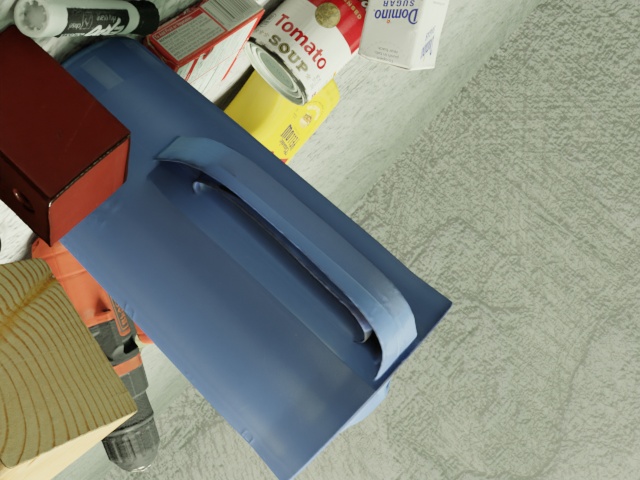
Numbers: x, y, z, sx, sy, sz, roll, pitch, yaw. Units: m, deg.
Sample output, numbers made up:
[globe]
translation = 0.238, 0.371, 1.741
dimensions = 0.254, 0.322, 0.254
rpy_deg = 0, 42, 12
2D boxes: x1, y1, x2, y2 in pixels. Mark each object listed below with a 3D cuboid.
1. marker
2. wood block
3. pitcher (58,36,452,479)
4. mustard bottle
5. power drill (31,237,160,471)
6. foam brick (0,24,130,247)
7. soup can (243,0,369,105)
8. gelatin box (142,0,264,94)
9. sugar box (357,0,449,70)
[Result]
[marker]
translation = -0.110, -0.110, 0.523
dimensions = 0.020, 0.020, 0.121
rpy_deg = -48, 175, 19
[wood block]
translation = -0.199, 0.106, 0.498
dimensions = 0.206, 0.090, 0.090
rpy_deg = -39, 169, 24
[pitcher]
translation = -0.054, 0.001, 0.575
dimensions = 0.149, 0.243, 0.144
rpy_deg = -49, 175, 23
[mustard bottle]
translation = -0.064, -0.071, 0.890
dimensions = 0.191, 0.058, 0.096
rpy_deg = -52, 159, -6
[power drill]
translation = -0.148, 0.066, 0.826
dimensions = 0.057, 0.184, 0.187
rpy_deg = -15, -172, 8
[foam brick]
translation = -0.132, -0.048, 0.488
dimensions = 0.051, 0.078, 0.053
rpy_deg = -44, 173, -24
[soup can]
translation = -0.001, -0.159, 0.799
dimensions = 0.102, 0.068, 0.068
rpy_deg = -46, 175, -10
[gelatin box]
translation = -0.083, -0.114, 0.669
dimensions = 0.089, 0.030, 0.073
rpy_deg = -43, 175, -39
[sugar box]
translation = 0.071, -0.207, 0.729
dimensions = 0.093, 0.048, 0.176
rpy_deg = -30, 136, -71
